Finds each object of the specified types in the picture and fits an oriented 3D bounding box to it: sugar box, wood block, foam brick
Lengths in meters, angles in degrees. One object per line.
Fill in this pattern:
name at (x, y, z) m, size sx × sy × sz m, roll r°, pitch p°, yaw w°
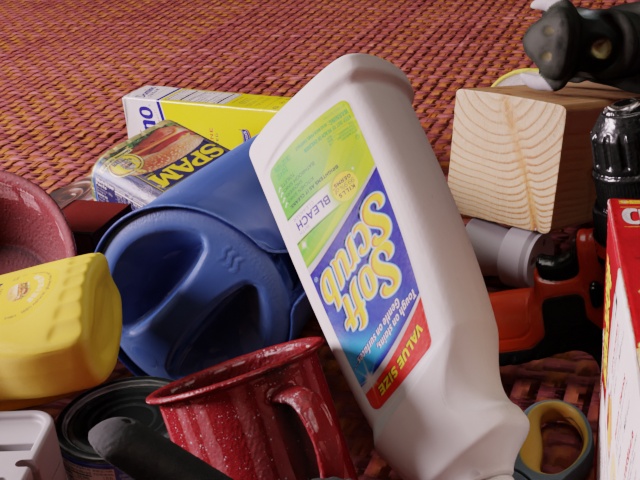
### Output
sugar box at (-0.094, -0.087, 0.966) m, size 0.176 × 0.093 × 0.048 m, roll 7°, pitch 27°, yaw 27°
wood block at (0.194, -0.070, 0.813) m, size 0.090 × 0.091 × 0.205 m, roll 16°, pitch 18°, yaw 39°
foam brick at (-0.166, 0.016, 0.777) m, size 0.051 × 0.078 × 0.053 m, roll 6°, pitch 29°, yaw 23°

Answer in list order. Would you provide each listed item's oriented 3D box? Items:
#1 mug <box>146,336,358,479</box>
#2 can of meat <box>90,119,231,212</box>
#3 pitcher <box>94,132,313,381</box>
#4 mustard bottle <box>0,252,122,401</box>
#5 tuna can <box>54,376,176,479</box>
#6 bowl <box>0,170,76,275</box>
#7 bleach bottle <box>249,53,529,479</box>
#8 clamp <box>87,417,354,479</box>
mug at (-0.023, 0.099, 0.519) m, size 0.093 × 0.081 × 0.117 m, roll -19°, pitch 1°, yaw -34°
can of meat at (-0.120, -0.047, 0.853) m, size 0.084 × 0.057 × 0.101 m, roll 28°, pitch 46°, yaw 31°
pitcher at (-0.055, 0.001, 0.740) m, size 0.149 × 0.145 × 0.242 m, roll 25°, pitch 27°, yaw 7°
mustard bottle at (-0.212, 0.060, 0.600) m, size 0.191 × 0.058 × 0.096 m, roll -12°, pitch 31°, yaw 4°
tuna can at (-0.107, 0.113, 0.606) m, size 0.086 × 0.034 × 0.086 m, roll -5°, pitch 25°, yaw 2°
bowl at (-0.231, 0.035, 0.719) m, size 0.162 × 0.055 × 0.162 m, roll -3°, pitch 70°, yaw 9°
bleach bottle at (0.046, 0.028, 0.553) m, size 0.067 × 0.103 × 0.251 m, roll 14°, pitch 43°, yaw -48°
clamp at (-0.025, 0.129, 0.460) m, size 0.171 × 0.120 × 0.039 m, roll -4°, pitch 21°, yaw -6°
